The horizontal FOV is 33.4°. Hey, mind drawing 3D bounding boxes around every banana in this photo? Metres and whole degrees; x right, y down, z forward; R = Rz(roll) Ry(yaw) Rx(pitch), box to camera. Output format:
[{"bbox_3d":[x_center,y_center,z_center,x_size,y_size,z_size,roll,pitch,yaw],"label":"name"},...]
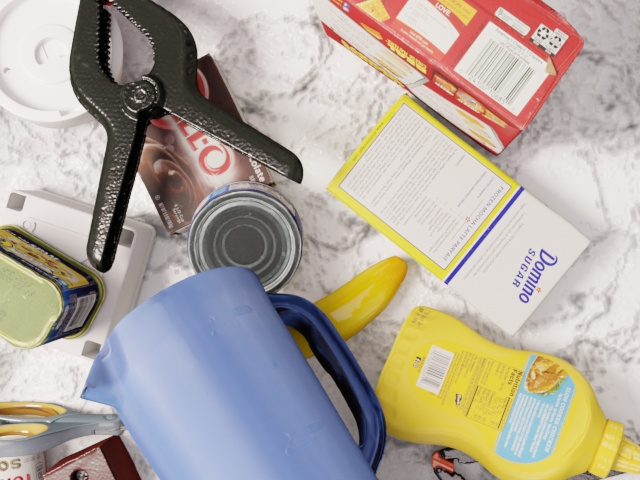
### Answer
[{"bbox_3d":[-0.027,0.061,0.814,0.198,0.037,0.069,-10,91,7],"label":"banana"}]

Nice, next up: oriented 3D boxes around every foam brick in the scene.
[{"bbox_3d":[-0.170,0.199,0.829,0.053,0.051,0.078,-27,88,7],"label":"foam brick"}]

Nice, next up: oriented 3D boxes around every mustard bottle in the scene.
[{"bbox_3d":[0.139,0.123,0.768,0.192,0.058,0.096,20,67,14],"label":"mustard bottle"}]

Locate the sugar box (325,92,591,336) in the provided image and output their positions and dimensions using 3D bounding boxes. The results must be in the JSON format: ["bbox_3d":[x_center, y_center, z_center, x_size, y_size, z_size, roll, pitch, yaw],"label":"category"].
[{"bbox_3d":[0.101,-0.020,0.792,0.176,0.048,0.093,39,96,1],"label":"sugar box"}]

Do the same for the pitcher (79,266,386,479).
[{"bbox_3d":[-0.029,0.143,0.701,0.149,0.145,0.243,-38,68,5],"label":"pitcher"}]

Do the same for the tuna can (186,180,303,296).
[{"bbox_3d":[-0.055,0.001,0.785,0.086,0.034,0.086,0,104,-1],"label":"tuna can"}]

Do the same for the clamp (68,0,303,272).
[{"bbox_3d":[-0.111,-0.099,0.759,0.164,0.036,0.210,-17,81,5],"label":"clamp"}]

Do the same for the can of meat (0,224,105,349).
[{"bbox_3d":[-0.214,0.032,0.755,0.102,0.084,0.057,30,95,5],"label":"can of meat"}]

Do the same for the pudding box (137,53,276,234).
[{"bbox_3d":[-0.097,-0.073,0.817,0.090,0.039,0.113,-27,89,6],"label":"pudding box"}]

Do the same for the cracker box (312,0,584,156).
[{"bbox_3d":[0.078,-0.136,0.706,0.164,0.213,0.072,37,94,4],"label":"cracker box"}]

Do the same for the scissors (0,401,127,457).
[{"bbox_3d":[-0.173,0.146,0.811,0.202,0.096,0.016,4,102,10],"label":"scissors"}]
